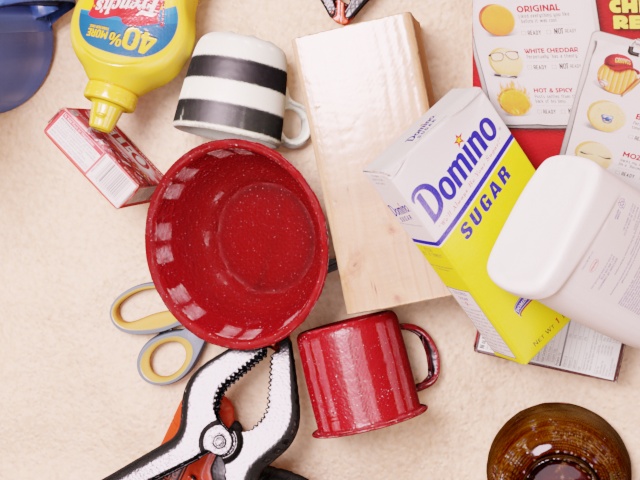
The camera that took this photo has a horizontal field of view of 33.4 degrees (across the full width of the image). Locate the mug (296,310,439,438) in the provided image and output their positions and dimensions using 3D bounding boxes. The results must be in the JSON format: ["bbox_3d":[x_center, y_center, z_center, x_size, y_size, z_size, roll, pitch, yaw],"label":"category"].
[{"bbox_3d":[0.040,0.099,0.833,0.117,0.093,0.081,-13,88,-20],"label":"mug"}]

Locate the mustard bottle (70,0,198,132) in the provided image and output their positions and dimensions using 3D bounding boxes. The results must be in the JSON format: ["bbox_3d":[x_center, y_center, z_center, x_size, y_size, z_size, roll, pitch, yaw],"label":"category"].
[{"bbox_3d":[-0.141,-0.176,0.829,0.096,0.058,0.191,16,85,9],"label":"mustard bottle"}]

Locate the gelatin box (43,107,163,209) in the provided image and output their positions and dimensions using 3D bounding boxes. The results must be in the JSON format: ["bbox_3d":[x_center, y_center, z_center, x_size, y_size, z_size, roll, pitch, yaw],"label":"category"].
[{"bbox_3d":[-0.170,-0.068,0.857,0.030,0.073,0.089,-44,86,12],"label":"gelatin box"}]

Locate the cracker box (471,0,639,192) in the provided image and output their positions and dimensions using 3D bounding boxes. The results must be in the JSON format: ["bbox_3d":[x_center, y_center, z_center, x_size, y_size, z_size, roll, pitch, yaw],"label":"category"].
[{"bbox_3d":[0.190,-0.119,0.720,0.164,0.072,0.214,12,137,20],"label":"cracker box"}]

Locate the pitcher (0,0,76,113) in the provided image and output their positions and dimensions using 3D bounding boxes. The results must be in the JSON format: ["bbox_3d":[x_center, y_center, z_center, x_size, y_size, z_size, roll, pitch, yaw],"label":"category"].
[{"bbox_3d":[-0.297,-0.153,0.786,0.145,0.242,0.149,28,105,4],"label":"pitcher"}]

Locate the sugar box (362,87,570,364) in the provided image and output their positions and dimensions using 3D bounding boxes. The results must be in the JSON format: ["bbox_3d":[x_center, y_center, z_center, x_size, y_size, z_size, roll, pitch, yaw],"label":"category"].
[{"bbox_3d":[0.117,-0.009,0.741,0.093,0.048,0.176,-43,112,-14],"label":"sugar box"}]

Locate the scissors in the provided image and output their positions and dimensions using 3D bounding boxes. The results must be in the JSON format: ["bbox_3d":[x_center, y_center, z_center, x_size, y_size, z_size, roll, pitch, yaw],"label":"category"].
[{"bbox_3d":[-0.077,0.069,0.880,0.202,0.016,0.096,-4,91,12],"label":"scissors"}]

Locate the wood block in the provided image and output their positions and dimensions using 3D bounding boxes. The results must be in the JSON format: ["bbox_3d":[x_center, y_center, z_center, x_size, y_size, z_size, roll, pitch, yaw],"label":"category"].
[{"bbox_3d":[0.049,-0.058,0.808,0.090,0.090,0.206,-11,93,11],"label":"wood block"}]

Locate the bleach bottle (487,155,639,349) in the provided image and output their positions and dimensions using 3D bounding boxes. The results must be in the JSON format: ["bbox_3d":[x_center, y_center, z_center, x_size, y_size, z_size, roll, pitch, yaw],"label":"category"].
[{"bbox_3d":[0.235,0.040,0.742,0.250,0.068,0.102,30,87,-29],"label":"bleach bottle"}]

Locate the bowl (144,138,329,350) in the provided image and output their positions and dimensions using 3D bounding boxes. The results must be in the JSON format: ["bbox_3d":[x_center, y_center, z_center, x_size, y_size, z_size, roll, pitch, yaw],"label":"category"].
[{"bbox_3d":[-0.055,0.001,0.830,0.162,0.055,0.162,3,97,26],"label":"bowl"}]

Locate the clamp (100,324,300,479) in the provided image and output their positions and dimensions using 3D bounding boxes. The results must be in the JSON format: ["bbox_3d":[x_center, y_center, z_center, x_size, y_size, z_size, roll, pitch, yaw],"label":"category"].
[{"bbox_3d":[-0.069,0.166,0.823,0.164,0.036,0.210,32,80,11],"label":"clamp"}]
